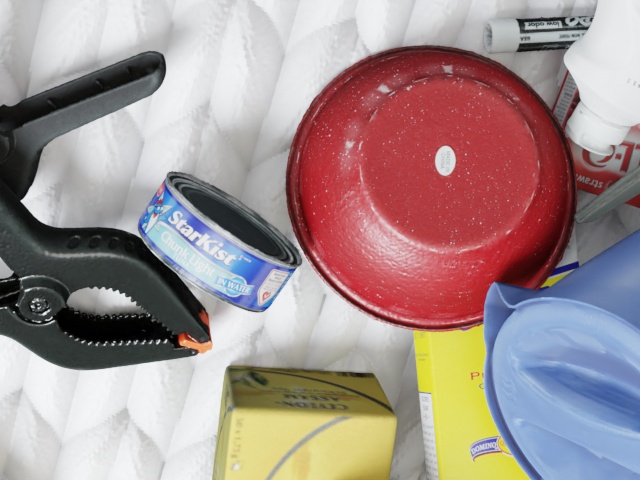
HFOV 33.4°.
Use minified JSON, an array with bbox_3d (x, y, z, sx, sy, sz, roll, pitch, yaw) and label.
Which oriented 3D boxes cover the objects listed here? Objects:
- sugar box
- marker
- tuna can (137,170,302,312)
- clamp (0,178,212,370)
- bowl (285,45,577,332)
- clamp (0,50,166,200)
[{"bbox_3d":[0.101,0.063,0.601,0.093,0.048,0.176,-5,86,-8],"label":"sugar box"},{"bbox_3d":[0.153,-0.118,0.601,0.121,0.020,0.020,-4,107,-8],"label":"marker"},{"bbox_3d":[-0.054,0.001,0.568,0.086,0.086,0.034,32,100,-16],"label":"tuna can"},{"bbox_3d":[-0.150,0.015,0.561,0.209,0.036,0.165,13,125,-21],"label":"clamp"},{"bbox_3d":[0.063,-0.034,0.560,0.162,0.055,0.162,1,80,-3],"label":"bowl"},{"bbox_3d":[-0.161,-0.058,0.547,0.120,0.039,0.172,23,120,-26],"label":"clamp"}]
